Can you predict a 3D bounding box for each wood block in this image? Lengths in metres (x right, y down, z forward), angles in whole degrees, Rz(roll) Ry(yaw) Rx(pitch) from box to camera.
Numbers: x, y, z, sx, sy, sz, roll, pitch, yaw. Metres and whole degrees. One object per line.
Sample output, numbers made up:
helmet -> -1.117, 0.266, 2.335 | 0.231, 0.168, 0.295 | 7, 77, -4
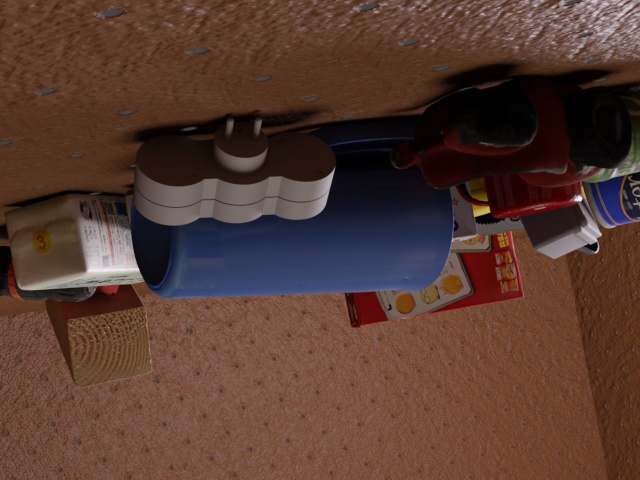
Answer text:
wood block -> -0.274, 0.084, 1.284 | 0.090, 0.090, 0.206 | -10, -156, -20

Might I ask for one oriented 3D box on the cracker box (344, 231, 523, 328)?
cracker box -> 0.130, 0.011, 1.333 | 0.213, 0.164, 0.072 | -9, 174, -10

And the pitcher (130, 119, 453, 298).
pitcher -> -0.020, -0.023, 0.857 | 0.242, 0.149, 0.145 | -4, -171, -29

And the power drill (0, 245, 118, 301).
power drill -> -0.287, 0.032, 1.133 | 0.185, 0.057, 0.187 | 9, 180, 17

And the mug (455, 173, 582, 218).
mug -> 0.173, -0.064, 0.946 | 0.117, 0.081, 0.093 | -12, 176, 25
